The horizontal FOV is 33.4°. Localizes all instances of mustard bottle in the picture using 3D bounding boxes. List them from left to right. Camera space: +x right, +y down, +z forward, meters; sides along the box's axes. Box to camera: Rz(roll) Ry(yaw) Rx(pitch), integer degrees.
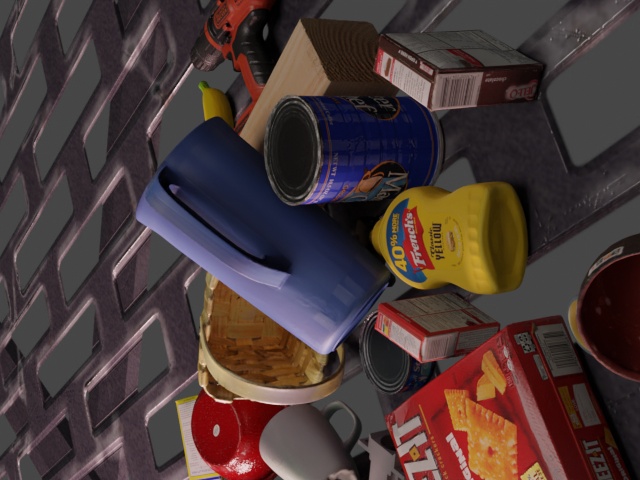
[{"bbox_3d":[0.106,-0.003,0.986,0.192,0.058,0.096,1,99,58],"label":"mustard bottle"}]

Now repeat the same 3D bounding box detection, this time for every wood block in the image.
[{"bbox_3d":[-0.009,-0.127,1.126,0.206,0.090,0.090,-56,47,45],"label":"wood block"}]

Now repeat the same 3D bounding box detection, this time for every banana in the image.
[{"bbox_3d":[-0.132,-0.111,1.378,0.070,0.037,0.198,-176,84,-75],"label":"banana"}]

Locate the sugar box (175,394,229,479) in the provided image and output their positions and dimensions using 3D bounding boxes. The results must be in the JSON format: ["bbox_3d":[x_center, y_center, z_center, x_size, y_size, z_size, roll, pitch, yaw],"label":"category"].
[{"bbox_3d":[-0.143,0.293,1.433,0.094,0.048,0.176,-24,76,54],"label":"sugar box"}]

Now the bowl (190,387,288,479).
[{"bbox_3d":[-0.111,0.230,1.326,0.162,0.055,0.162,0,91,42],"label":"bowl"}]

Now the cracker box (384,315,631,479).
[{"bbox_3d":[0.153,0.184,0.920,0.214,0.072,0.164,-48,54,50],"label":"cracker box"}]

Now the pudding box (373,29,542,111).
[{"bbox_3d":[0.116,-0.146,0.902,0.090,0.113,0.039,44,132,48],"label":"pudding box"}]

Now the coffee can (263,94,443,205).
[{"bbox_3d":[0.032,-0.087,1.017,0.103,0.140,0.103,10,102,57],"label":"coffee can"}]

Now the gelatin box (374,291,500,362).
[{"bbox_3d":[0.106,0.078,0.966,0.073,0.089,0.030,34,123,52],"label":"gelatin box"}]

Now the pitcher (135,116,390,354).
[{"bbox_3d":[-0.057,0.001,1.049,0.243,0.149,0.145,39,151,8],"label":"pitcher"}]

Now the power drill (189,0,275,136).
[{"bbox_3d":[-0.097,-0.200,1.286,0.185,0.057,0.188,-39,61,53],"label":"power drill"}]

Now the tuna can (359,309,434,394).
[{"bbox_3d":[0.076,0.110,1.070,0.086,0.033,0.086,11,102,57],"label":"tuna can"}]
